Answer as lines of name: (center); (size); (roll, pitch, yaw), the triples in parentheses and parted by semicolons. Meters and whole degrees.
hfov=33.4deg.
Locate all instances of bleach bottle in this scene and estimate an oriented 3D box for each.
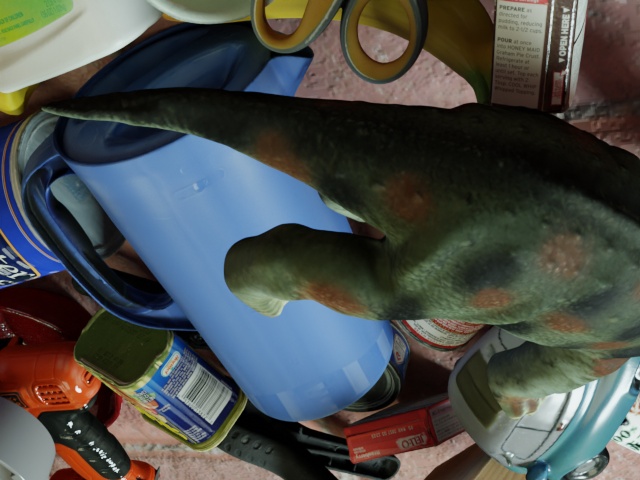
bleach bottle: (-0.176, -0.202, 0.517); (0.103, 0.068, 0.251); (-13, 117, 31)

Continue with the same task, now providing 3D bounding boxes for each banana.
banana: (0.011, -0.123, 0.556); (0.198, 0.069, 0.037); (19, 148, 19)

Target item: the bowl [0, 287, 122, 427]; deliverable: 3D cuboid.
bowl: (-0.227, 0.088, 0.859); (0.162, 0.055, 0.162); (10, 136, 9)

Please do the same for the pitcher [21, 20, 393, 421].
pitcher: (-0.054, 0.001, 0.649); (0.149, 0.144, 0.242); (9, 139, 40)

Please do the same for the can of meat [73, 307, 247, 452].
can of meat: (-0.114, 0.093, 0.745); (0.102, 0.057, 0.083); (16, 156, 49)

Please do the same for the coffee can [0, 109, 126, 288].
coffee can: (-0.210, -0.021, 0.709); (0.141, 0.102, 0.102); (-15, 127, 31)

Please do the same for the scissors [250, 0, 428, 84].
scissors: (0.040, -0.148, 0.475); (0.096, 0.016, 0.202); (39, 128, -7)

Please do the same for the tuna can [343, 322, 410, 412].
tuna can: (0.022, 0.089, 0.790); (0.086, 0.033, 0.086); (10, 136, 9)

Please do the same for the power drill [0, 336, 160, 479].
power drill: (-0.224, 0.154, 0.841); (0.185, 0.057, 0.187); (-6, 132, 25)

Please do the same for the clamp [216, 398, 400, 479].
clamp: (-0.026, 0.156, 0.827); (0.210, 0.164, 0.036); (30, 99, 9)

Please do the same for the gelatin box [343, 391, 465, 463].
gelatin box: (0.070, 0.135, 0.784); (0.073, 0.089, 0.030); (-19, 84, 33)

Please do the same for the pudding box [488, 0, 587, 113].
pudding box: (0.104, -0.125, 0.489); (0.039, 0.113, 0.090); (6, 134, 13)
